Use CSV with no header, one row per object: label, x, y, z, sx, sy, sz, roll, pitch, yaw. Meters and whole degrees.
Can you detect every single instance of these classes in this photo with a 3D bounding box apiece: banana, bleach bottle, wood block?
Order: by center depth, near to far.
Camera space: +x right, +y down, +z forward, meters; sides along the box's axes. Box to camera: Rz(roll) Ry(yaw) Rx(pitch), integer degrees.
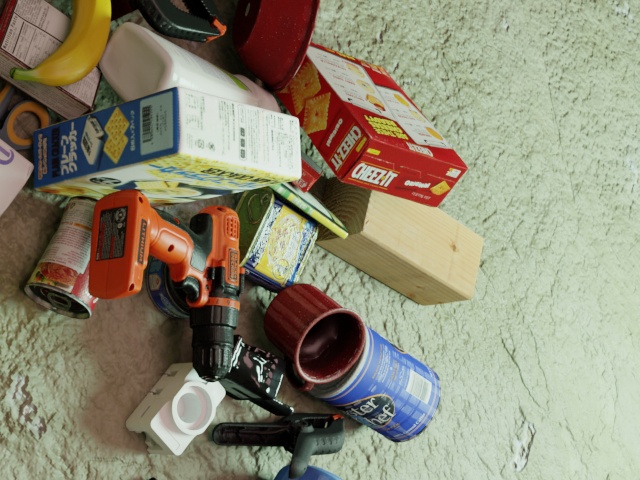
banana,-0.236,-0.212,1.036,0.069,0.037,0.197,37,43,-29
bleach bottle,-0.116,-0.154,1.138,0.068,0.103,0.250,-53,149,15
wood block,0.100,-0.001,1.333,0.205,0.090,0.090,31,63,-35

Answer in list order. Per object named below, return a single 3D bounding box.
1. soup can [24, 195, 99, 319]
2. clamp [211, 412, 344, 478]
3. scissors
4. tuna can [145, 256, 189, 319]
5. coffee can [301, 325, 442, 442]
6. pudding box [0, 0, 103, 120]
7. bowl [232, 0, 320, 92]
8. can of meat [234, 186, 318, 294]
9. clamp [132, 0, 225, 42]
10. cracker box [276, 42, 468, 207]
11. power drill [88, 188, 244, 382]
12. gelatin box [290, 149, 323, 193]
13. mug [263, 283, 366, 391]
soup can,-0.235,0.016,1.038,0.068,0.069,0.102,37,60,-32
clamp,-0.021,0.221,1.174,0.171,0.120,0.039,-3,112,-45
scissors,-0.317,-0.073,1.013,0.096,0.016,0.201,27,66,-36
tuna can,-0.142,0.041,1.143,0.085,0.034,0.086,8,78,-41
coffee can,0.061,0.165,1.261,0.140,0.103,0.102,35,61,-33
pudding box,-0.268,-0.182,1.049,0.113,0.039,0.090,33,48,-32
bowl,-0.057,-0.250,1.194,0.055,0.162,0.162,12,74,-23
can of meat,-0.058,0.001,1.201,0.083,0.058,0.102,31,79,-38
clamp,-0.180,-0.265,1.078,0.209,0.036,0.164,45,48,-32
cracker box,0.048,-0.139,1.243,0.163,0.072,0.214,12,34,-41
power drill,-0.145,0.038,1.049,0.187,0.057,0.184,26,59,-56
gelatin box,-0.034,-0.090,1.216,0.073,0.089,0.030,41,98,-3
mug,-0.013,0.110,1.186,0.093,0.082,0.117,0,113,-36
